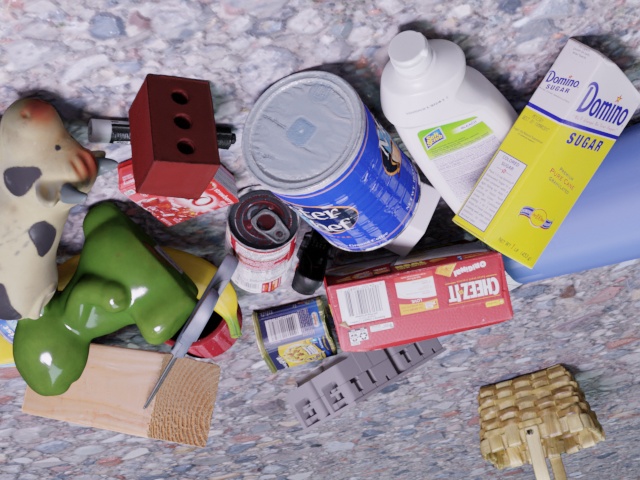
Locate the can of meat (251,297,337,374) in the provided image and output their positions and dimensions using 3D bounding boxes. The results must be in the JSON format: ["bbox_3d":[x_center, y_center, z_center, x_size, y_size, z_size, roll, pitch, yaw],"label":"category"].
[{"bbox_3d":[-0.029,0.113,1.268,0.084,0.057,0.102,-15,155,2],"label":"can of meat"}]

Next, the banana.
[{"bbox_3d":[-0.162,0.038,1.040,0.197,0.069,0.037,16,164,-9],"label":"banana"}]

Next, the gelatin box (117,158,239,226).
[{"bbox_3d":[-0.123,-0.049,0.926,0.073,0.030,0.089,-19,154,15],"label":"gelatin box"}]

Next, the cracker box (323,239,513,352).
[{"bbox_3d":[0.089,0.052,1.070,0.164,0.072,0.213,-12,-177,0],"label":"cracker box"}]

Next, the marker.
[{"bbox_3d":[-0.126,-0.085,0.862,0.121,0.020,0.020,1,152,-24],"label":"marker"}]

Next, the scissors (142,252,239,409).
[{"bbox_3d":[-0.130,0.101,0.992,0.016,0.096,0.202,29,109,-5],"label":"scissors"}]

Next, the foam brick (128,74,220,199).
[{"bbox_3d":[-0.113,-0.078,0.815,0.052,0.078,0.051,3,153,-27],"label":"foam brick"}]

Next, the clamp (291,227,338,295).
[{"bbox_3d":[0.001,-0.001,1.030,0.039,0.120,0.171,27,171,-3],"label":"clamp"}]

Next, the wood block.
[{"bbox_3d":[-0.220,0.163,1.167,0.207,0.090,0.090,2,167,39],"label":"wood block"}]

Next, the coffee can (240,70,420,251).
[{"bbox_3d":[0.012,-0.061,0.872,0.103,0.103,0.140,-20,154,17],"label":"coffee can"}]

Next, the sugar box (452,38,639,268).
[{"bbox_3d":[0.192,-0.069,0.888,0.093,0.048,0.176,24,103,-51],"label":"sugar box"}]

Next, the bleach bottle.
[{"bbox_3d":[0.120,-0.098,0.889,0.103,0.068,0.250,-26,148,12],"label":"bleach bottle"}]

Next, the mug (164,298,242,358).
[{"bbox_3d":[-0.139,0.073,1.120,0.117,0.093,0.081,16,164,14],"label":"mug"}]

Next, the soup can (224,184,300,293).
[{"bbox_3d":[-0.057,0.001,1.013,0.068,0.068,0.102,-7,155,-9],"label":"soup can"}]
